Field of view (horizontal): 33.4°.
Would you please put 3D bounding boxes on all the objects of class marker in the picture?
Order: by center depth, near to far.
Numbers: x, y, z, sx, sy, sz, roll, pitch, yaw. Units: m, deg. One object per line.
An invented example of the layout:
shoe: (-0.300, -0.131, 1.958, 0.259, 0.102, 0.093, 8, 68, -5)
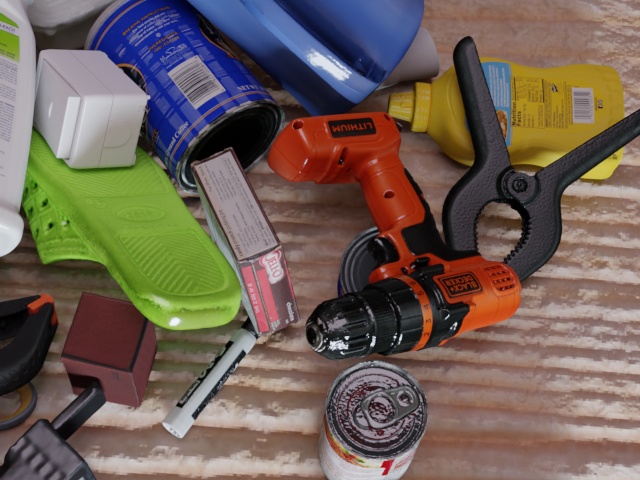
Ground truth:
marker: (-0.073, 0.094, 0.795, 0.020, 0.020, 0.121, 33, 66, 13)

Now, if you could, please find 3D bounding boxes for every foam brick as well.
foam brick: (-0.150, 0.080, 0.766, 0.053, 0.078, 0.051, 13, 62, 0)

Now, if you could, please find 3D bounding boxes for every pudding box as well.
pudding box: (-0.055, 0.001, 0.792, 0.039, 0.090, 0.113, -23, 50, -11)

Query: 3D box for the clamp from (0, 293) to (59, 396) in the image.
clamp: (-0.261, 0.089, 0.743, 0.120, 0.039, 0.171, 27, 44, 18)

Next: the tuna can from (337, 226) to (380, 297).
tuna can: (0.056, 0.032, 0.827, 0.086, 0.034, 0.086, 1, 63, -3)

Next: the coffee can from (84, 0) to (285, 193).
coffee can: (-0.110, -0.123, 0.857, 0.102, 0.103, 0.140, -32, 69, -18)

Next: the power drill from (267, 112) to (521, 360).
power drill: (0.035, -0.004, 0.763, 0.184, 0.057, 0.188, -8, 59, -39)

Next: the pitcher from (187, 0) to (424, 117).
pitcher: (-0.044, -0.208, 0.820, 0.242, 0.149, 0.145, 36, 70, -26)

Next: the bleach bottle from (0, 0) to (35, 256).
bleach bottle: (-0.247, -0.120, 0.777, 0.102, 0.068, 0.251, 19, 61, -28)

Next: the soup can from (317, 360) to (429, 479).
soup can: (0.034, 0.132, 0.736, 0.068, 0.102, 0.068, 1, 63, -3)

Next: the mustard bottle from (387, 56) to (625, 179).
mustard bottle: (0.152, -0.105, 0.889, 0.191, 0.058, 0.096, 5, 69, -1)

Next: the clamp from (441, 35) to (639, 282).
clamp: (0.163, -0.043, 0.836, 0.164, 0.036, 0.210, 14, 84, 1)
